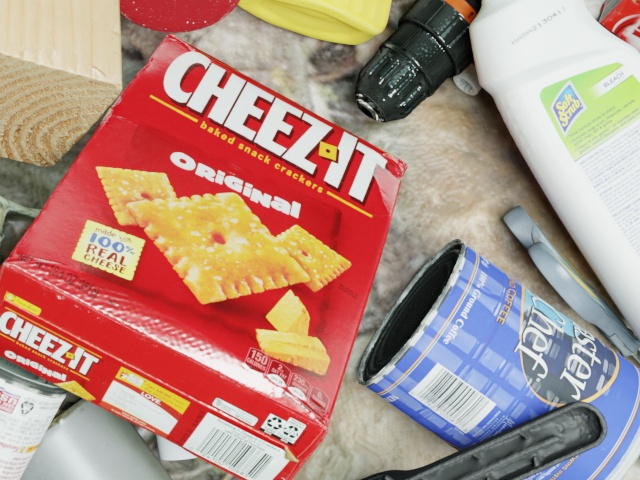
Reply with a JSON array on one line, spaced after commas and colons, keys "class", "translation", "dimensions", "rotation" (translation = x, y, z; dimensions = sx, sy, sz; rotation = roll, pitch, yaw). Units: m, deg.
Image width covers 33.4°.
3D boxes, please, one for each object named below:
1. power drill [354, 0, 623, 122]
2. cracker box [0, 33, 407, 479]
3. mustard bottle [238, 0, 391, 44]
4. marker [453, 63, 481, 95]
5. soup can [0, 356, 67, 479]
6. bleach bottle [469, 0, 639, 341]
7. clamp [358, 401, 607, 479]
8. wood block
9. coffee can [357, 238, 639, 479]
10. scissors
[{"class": "power drill", "translation": [0.134, -0.093, 0.655], "dimensions": [0.184, 0.057, 0.187], "rotation": [-46, 104, -9]}, {"class": "cracker box", "translation": [-0.054, 0.001, 0.559], "dimensions": [0.164, 0.072, 0.213], "rotation": [29, 42, -7]}, {"class": "mustard bottle", "translation": [0.008, -0.225, 0.662], "dimensions": [0.096, 0.058, 0.191], "rotation": [14, 79, -21]}, {"class": "marker", "translation": [0.129, -0.145, 0.696], "dimensions": [0.020, 0.020, 0.121], "rotation": [40, 77, -4]}, {"class": "soup can", "translation": [-0.175, 0.100, 0.515], "dimensions": [0.068, 0.068, 0.102], "rotation": [29, 89, -6]}, {"class": "bleach bottle", "translation": [0.167, -0.060, 0.606], "dimensions": [0.102, 0.068, 0.251], "rotation": [-35, 99, -7]}, {"class": "clamp", "translation": [0.027, 0.146, 0.546], "dimensions": [0.164, 0.210, 0.036], "rotation": [-23, 86, -49]}, {"class": "wood block", "translation": [-0.163, -0.155, 0.556], "dimensions": [0.090, 0.090, 0.206], "rotation": [12, 59, -34]}, {"class": "coffee can", "translation": [0.107, 0.080, 0.619], "dimensions": [0.140, 0.103, 0.102], "rotation": [35, 77, -5]}, {"class": "scissors", "translation": [0.182, 0.059, 0.649], "dimensions": [0.016, 0.096, 0.202], "rotation": [-41, 89, 13]}]
